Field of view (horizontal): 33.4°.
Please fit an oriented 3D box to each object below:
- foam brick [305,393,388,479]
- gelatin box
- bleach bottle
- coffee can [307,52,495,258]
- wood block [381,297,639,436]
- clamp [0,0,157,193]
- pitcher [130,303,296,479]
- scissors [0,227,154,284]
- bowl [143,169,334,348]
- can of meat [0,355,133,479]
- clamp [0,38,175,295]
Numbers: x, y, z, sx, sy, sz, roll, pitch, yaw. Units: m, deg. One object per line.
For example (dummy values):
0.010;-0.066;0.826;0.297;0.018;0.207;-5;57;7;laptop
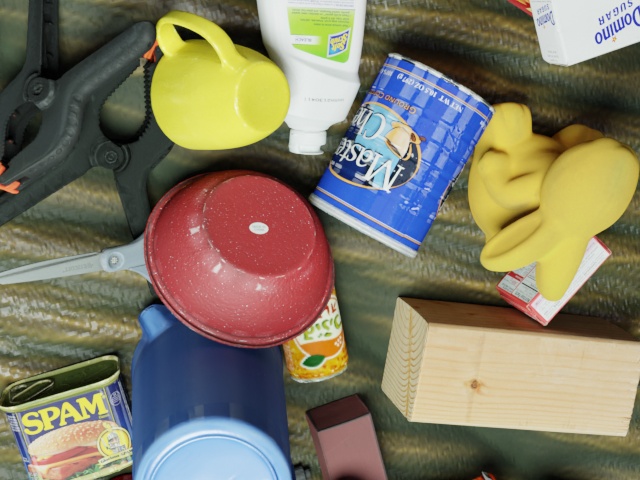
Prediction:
0.025;0.189;0.959;0.051;0.053;0.078;-17;105;-10;foam brick
0.207;0.028;0.958;0.030;0.073;0.089;42;89;-18;gelatin box
-0.013;-0.196;0.868;0.102;0.068;0.251;0;103;-13;bleach bottle
0.067;-0.070;0.891;0.102;0.103;0.140;28;94;-17;coffee can
0.172;0.113;0.959;0.206;0.090;0.091;7;101;-15;wood block
-0.213;-0.122;0.824;0.171;0.120;0.039;-54;151;1;clamp
-0.078;0.150;0.828;0.149;0.243;0.145;7;103;-9;pitcher
-0.156;0.030;0.861;0.201;0.016;0.096;-27;114;-29;scissors
-0.056;0.001;0.844;0.162;0.055;0.162;10;58;-17;bowl
-0.207;0.154;0.896;0.102;0.057;0.084;-16;107;-6;can of meat
-0.166;-0.062;0.872;0.164;0.036;0.210;27;94;-23;clamp
